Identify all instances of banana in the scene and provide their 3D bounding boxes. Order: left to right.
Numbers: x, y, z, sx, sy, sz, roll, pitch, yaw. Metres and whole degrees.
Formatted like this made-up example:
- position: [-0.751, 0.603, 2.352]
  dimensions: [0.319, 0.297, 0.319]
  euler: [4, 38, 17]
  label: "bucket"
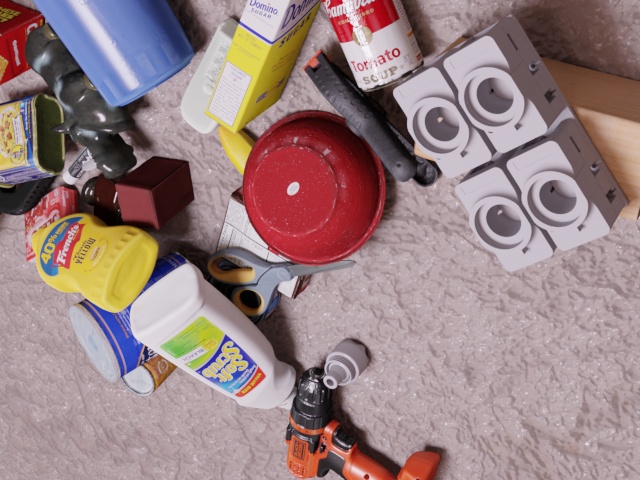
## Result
- position: [-0.027, -0.067, 1.144]
  dimensions: [0.198, 0.037, 0.070]
  euler: [20, 102, 18]
  label: "banana"

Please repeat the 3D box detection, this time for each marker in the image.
- position: [-0.276, -0.106, 1.285]
  dimensions: [0.020, 0.020, 0.121]
  euler: [48, 131, -3]
  label: "marker"

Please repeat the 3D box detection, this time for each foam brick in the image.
- position: [-0.189, -0.055, 1.222]
  dimensions: [0.051, 0.078, 0.053]
  euler: [9, 123, 26]
  label: "foam brick"

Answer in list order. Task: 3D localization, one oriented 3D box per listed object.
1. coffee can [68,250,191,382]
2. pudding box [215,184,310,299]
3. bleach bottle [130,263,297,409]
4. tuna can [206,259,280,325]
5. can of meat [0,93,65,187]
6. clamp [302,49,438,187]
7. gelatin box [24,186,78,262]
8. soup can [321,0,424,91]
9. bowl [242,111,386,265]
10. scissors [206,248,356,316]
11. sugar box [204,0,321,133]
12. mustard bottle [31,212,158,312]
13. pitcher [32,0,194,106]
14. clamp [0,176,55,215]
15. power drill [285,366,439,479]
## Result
- position: [-0.210, 0.089, 1.263]
  dimensions: [0.103, 0.140, 0.103]
  euler: [42, 149, 32]
  label: "coffee can"
- position: [-0.058, 0.001, 1.201]
  dimensions: [0.113, 0.039, 0.090]
  euler: [31, 132, 15]
  label: "pudding box"
- position: [-0.101, 0.128, 1.233]
  dimensions: [0.103, 0.068, 0.250]
  euler: [-34, 132, 17]
  label: "bleach bottle"
- position: [-0.092, 0.060, 1.261]
  dimensions: [0.086, 0.033, 0.086]
  euler: [16, 125, 24]
  label: "tuna can"
- position: [-0.355, -0.121, 1.277]
  dimensions: [0.084, 0.057, 0.102]
  euler: [-9, 81, 27]
  label: "can of meat"
- position: [0.051, -0.114, 1.039]
  dimensions: [0.039, 0.120, 0.171]
  euler: [-40, 71, 8]
  label: "clamp"
- position: [-0.339, -0.019, 1.347]
  dimensions: [0.089, 0.030, 0.073]
  euler: [-24, 66, 40]
  label: "gelatin box"
- position: [0.047, -0.198, 0.991]
  dimensions: [0.069, 0.068, 0.102]
  euler: [-11, 112, 36]
  label: "soup can"
- position: [-0.017, -0.052, 1.091]
  dimensions: [0.162, 0.055, 0.162]
  euler: [2, 96, 21]
  label: "bowl"
- position: [-0.040, 0.051, 1.182]
  dimensions: [0.202, 0.016, 0.096]
  euler: [7, 126, 32]
  label: "scissors"
- position: [-0.048, -0.196, 1.036]
  dimensions: [0.048, 0.093, 0.176]
  euler: [36, 131, 6]
  label: "sugar box"
- position: [-0.276, 0.016, 1.236]
  dimensions: [0.192, 0.096, 0.058]
  euler: [15, 162, 42]
  label: "mustard bottle"
- position: [-0.225, -0.269, 1.090]
  dimensions: [0.149, 0.144, 0.243]
  euler: [-12, 115, 51]
  label: "pitcher"
- position: [-0.414, -0.061, 1.366]
  dimensions: [0.210, 0.036, 0.164]
  euler: [-8, 91, 31]
  label: "clamp"
- position: [0.046, 0.247, 1.271]
  dimensions: [0.188, 0.057, 0.184]
  euler: [26, 136, 20]
  label: "power drill"
